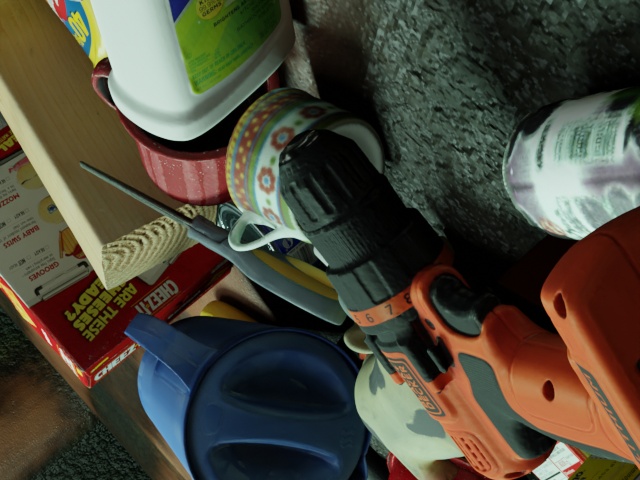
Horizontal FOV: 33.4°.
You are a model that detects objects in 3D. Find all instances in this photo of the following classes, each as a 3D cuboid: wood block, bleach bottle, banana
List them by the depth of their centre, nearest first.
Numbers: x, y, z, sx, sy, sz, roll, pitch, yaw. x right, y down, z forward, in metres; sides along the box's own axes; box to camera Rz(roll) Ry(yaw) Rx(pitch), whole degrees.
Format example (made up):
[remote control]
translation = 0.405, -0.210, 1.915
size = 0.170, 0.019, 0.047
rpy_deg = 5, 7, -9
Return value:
[bleach bottle]
translation = -0.074, -0.162, 0.460
size = 0.068, 0.102, 0.251
rpy_deg = 33, 155, 28
[wood block]
translation = -0.164, -0.082, 0.753
size = 0.206, 0.090, 0.090
rpy_deg = 56, 162, 14
[banana]
translation = -0.062, 0.094, 0.983
size = 0.069, 0.037, 0.198
rpy_deg = 35, 174, -37

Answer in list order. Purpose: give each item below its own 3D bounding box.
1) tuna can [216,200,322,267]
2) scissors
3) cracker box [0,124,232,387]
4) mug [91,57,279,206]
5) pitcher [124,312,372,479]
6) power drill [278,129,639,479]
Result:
[tuna can]
translation = -0.039, -0.006, 0.759
size = 0.086, 0.033, 0.086
rpy_deg = 42, 158, 21
[scissors]
translation = -0.054, 0.001, 0.660
size = 0.202, 0.016, 0.096
rpy_deg = 30, -173, 31
[cracker box]
translation = -0.203, -0.009, 0.909
size = 0.214, 0.164, 0.072
rpy_deg = 46, 161, 11
[mug]
translation = -0.082, -0.075, 0.635
size = 0.117, 0.093, 0.081
rpy_deg = 19, 159, 6
[pitcher]
translation = -0.073, 0.114, 0.807
size = 0.243, 0.144, 0.149
rpy_deg = -176, 77, -69
[power drill]
translation = 0.070, 0.027, 0.409
size = 0.184, 0.057, 0.188
rpy_deg = 52, 163, -15
